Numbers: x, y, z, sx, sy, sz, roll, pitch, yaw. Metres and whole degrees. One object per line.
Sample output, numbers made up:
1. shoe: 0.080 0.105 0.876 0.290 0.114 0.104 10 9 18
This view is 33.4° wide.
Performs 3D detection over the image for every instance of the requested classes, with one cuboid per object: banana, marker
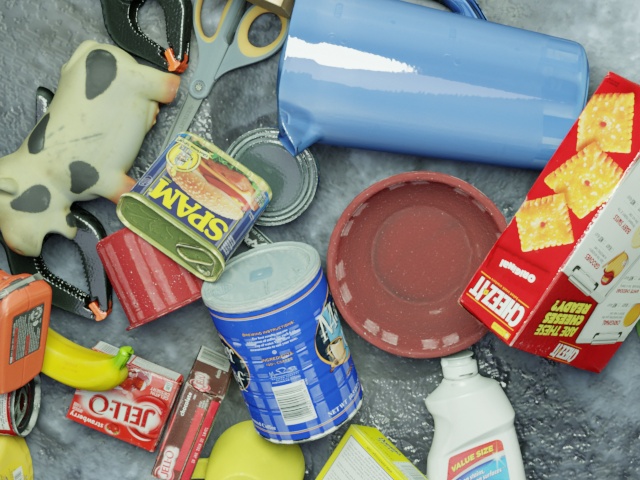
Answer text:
1. banana: -0.239 0.091 0.959 0.198 0.037 0.070 19 113 28
2. marker: -0.056 0.001 0.957 0.121 0.020 0.020 42 100 -2

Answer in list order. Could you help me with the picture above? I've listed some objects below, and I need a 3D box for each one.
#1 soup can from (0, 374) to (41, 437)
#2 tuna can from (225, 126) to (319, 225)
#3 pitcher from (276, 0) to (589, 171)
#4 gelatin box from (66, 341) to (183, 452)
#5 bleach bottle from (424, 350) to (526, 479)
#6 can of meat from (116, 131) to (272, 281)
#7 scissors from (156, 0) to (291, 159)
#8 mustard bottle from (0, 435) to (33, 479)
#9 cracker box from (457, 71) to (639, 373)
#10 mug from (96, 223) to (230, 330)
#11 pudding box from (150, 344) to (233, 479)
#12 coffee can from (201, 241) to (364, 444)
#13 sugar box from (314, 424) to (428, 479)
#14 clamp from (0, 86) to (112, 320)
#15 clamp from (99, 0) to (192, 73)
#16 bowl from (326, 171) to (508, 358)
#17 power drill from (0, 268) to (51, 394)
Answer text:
1. soup can: -0.318 0.144 0.982 0.102 0.068 0.068 2 99 6
2. tuna can: -0.044 -0.057 0.939 0.086 0.033 0.086 1 99 6
3. pitcher: 0.088 -0.138 0.874 0.243 0.145 0.149 10 112 0
4. gelatin box: -0.180 0.145 0.987 0.089 0.030 0.073 22 100 2
5. bleach bottle: 0.133 0.225 0.954 0.102 0.068 0.251 -9 96 7
6. can of meat: -0.102 -0.030 0.884 0.102 0.058 0.083 35 61 -1
7. scissors: -0.086 -0.137 0.939 0.096 0.016 0.202 14 100 5
8. mustard bottle: -0.311 0.236 0.933 0.058 0.191 0.096 2 99 5
9. cracker box: 0.226 -0.007 0.857 0.072 0.163 0.214 42 104 39
10. mug: -0.134 0.018 0.940 0.117 0.093 0.081 -25 91 -22
11. pudding box: -0.111 0.153 0.939 0.039 0.113 0.090 23 101 -2
12. coffee can: -0.030 0.086 0.907 0.103 0.103 0.140 -15 115 8
13. sugar box: 0.021 0.264 0.958 0.093 0.048 0.176 42 107 40
14. clamp: -0.250 -0.022 0.964 0.164 0.036 0.210 -42 94 6
15. clamp: -0.156 -0.228 0.918 0.120 0.039 0.171 -38 90 18
16. bowl: 0.087 0.018 0.927 0.162 0.055 0.162 1 99 6
17. power drill: -0.323 0.054 0.929 0.188 0.057 0.185 30 126 21
